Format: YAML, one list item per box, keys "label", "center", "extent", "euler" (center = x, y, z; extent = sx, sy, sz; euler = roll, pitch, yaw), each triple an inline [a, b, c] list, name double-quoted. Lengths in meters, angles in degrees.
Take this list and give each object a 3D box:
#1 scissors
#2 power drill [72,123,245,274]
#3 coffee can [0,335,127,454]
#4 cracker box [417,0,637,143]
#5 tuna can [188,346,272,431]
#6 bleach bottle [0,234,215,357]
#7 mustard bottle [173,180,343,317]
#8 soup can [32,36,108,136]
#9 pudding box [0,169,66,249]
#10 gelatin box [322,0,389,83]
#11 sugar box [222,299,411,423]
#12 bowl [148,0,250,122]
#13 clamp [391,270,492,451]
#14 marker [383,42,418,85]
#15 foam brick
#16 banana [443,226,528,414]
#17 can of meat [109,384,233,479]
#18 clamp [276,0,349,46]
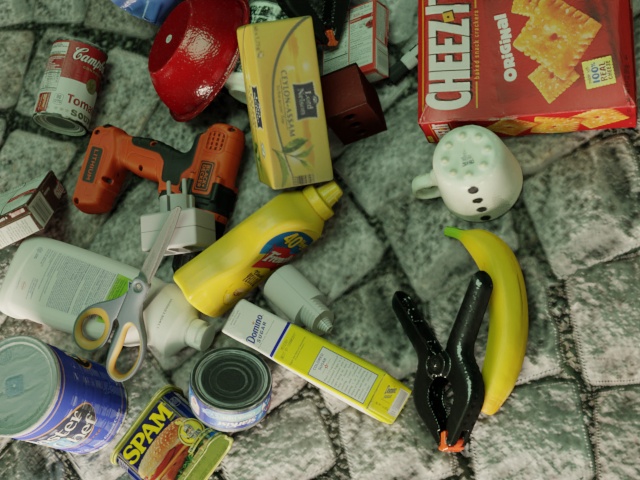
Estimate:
- label: "scissors"
  center: [-0.207, 0.049, 1.121]
  extent: [0.096, 0.016, 0.202]
  euler: [16, 103, 17]
- label: "power drill"
  center: [-0.185, -0.051, 1.208]
  extent: [0.188, 0.057, 0.184]
  euler: [12, 80, 22]
- label: "coffee can"
  center: [-0.282, 0.165, 1.122]
  extent: [0.103, 0.140, 0.103]
  euler: [-7, 70, 19]
- label: "cracker box"
  center: [0.208, -0.193, 1.085]
  extent: [0.214, 0.072, 0.164]
  euler: [-3, 75, 16]
- label: "tuna can"
  center: [-0.092, 0.150, 1.089]
  extent: [0.086, 0.034, 0.086]
  euler: [4, 45, -4]
- label: "bleach bottle"
  center: [-0.232, 0.074, 1.179]
  extent: [0.251, 0.068, 0.102]
  euler: [19, 82, 23]
- label: "mustard bottle"
  center: [-0.057, 0.002, 1.116]
  extent: [0.191, 0.096, 0.058]
  euler: [-38, 68, 5]
- label: "soup can"
  center: [-0.303, -0.186, 1.292]
  extent: [0.069, 0.068, 0.102]
  euler: [6, 75, 23]
- label: "pudding box"
  center: [-0.354, -0.032, 1.242]
  extent: [0.090, 0.113, 0.039]
  euler: [-25, 110, 12]
- label: "gelatin box"
  center: [0.039, -0.214, 1.181]
  extent: [0.073, 0.030, 0.089]
  euler: [-13, 66, 36]
- label: "sugar box"
  center: [-0.003, 0.119, 1.057]
  extent: [0.176, 0.093, 0.048]
  euler: [28, 83, 26]
- label: "bowl"
  center: [-0.148, -0.218, 1.206]
  extent: [0.162, 0.055, 0.162]
  euler: [-37, 39, 38]
- label: "clamp"
  center: [0.127, 0.112, 1.023]
  extent: [0.120, 0.039, 0.171]
  euler: [-32, 62, 46]
- label: "marker"
  center: [0.116, -0.213, 1.167]
  extent: [0.121, 0.020, 0.020]
  euler: [-41, 63, 4]
- label: "foam brick"
  center: [0.032, -0.145, 1.143]
  extent: [0.053, 0.078, 0.051]
  euler: [-20, 68, 14]
- label: "banana"
  center: [0.171, 0.068, 1.042]
  extent: [0.070, 0.037, 0.198]
  euler: [-27, 60, 37]
- label: "can of meat"
  center: [-0.152, 0.216, 1.102]
  extent: [0.084, 0.057, 0.102]
  euler: [36, 87, 25]
- label: "clamp"
  center: [-0.007, -0.315, 1.143]
  extent: [0.164, 0.210, 0.036]
  euler: [-30, 26, -20]
